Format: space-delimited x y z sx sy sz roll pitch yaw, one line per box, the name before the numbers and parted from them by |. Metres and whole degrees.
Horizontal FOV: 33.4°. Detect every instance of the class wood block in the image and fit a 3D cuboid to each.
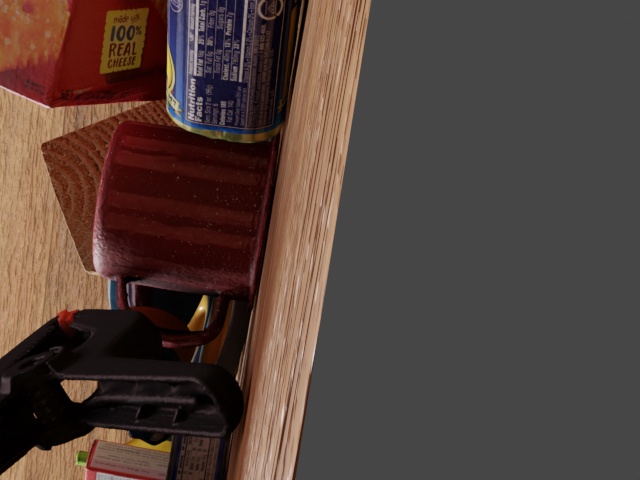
wood block | -0.112 -0.028 0.758 0.206 0.091 0.090 47 -158 -84

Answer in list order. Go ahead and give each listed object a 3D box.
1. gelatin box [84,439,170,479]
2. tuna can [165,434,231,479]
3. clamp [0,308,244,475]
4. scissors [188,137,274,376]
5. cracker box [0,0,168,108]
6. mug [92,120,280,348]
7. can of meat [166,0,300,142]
gelatin box | -0.112 0.173 0.710 0.030 0.089 0.073 -84 4 -55
tuna can | -0.073 0.127 0.647 0.086 0.033 0.086 -172 91 -86
clamp | -0.121 0.071 0.441 0.210 0.164 0.036 -145 32 -75
scissors | -0.054 0.001 0.641 0.096 0.016 0.201 -42 33 48
cracker box | -0.074 -0.173 0.498 0.164 0.072 0.214 -20 -47 -65
mug | -0.069 -0.004 0.537 0.093 0.081 0.117 112 167 -75
can of meat | -0.034 -0.104 0.452 0.102 0.057 0.084 -84 2 -46
